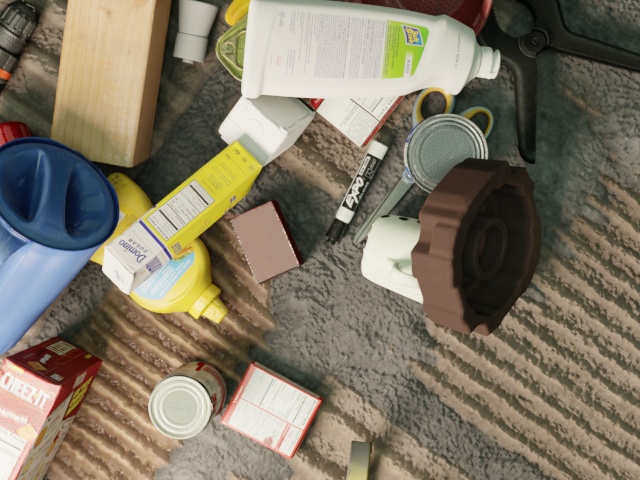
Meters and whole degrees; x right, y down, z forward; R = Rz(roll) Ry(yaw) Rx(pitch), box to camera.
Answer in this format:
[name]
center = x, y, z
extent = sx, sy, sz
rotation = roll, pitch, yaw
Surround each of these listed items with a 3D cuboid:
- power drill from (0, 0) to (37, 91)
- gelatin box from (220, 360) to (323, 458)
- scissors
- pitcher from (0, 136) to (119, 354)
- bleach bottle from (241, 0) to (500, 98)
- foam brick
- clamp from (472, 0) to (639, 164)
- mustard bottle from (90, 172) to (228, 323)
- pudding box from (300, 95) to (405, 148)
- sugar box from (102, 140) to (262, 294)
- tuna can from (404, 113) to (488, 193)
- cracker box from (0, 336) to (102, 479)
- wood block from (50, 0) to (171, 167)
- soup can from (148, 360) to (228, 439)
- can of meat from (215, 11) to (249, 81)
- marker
[power drill]
center = -0.422, -0.221, 1.163
extent = 0.187, 0.057, 0.184
rotation = 36, 94, 3
[gelatin box]
center = -0.052, 0.184, 1.158
extent = 0.089, 0.030, 0.073
rotation = 27, 92, 3
[scissors]
center = 0.092, -0.091, 1.146
extent = 0.202, 0.016, 0.096
rotation = -35, 91, 4
[pitcher]
center = -0.316, 0.023, 1.070
extent = 0.243, 0.148, 0.145
rotation = -46, 54, 40
[bleach bottle]
center = 0.052, -0.180, 1.055
extent = 0.250, 0.068, 0.102
rotation = 5, 98, -7
[foam brick]
center = -0.057, 0.001, 1.142
extent = 0.051, 0.053, 0.078
rotation = -23, 89, 5
[clamp]
center = 0.221, -0.197, 1.123
extent = 0.164, 0.036, 0.210
rotation = -44, 86, 4
[mustard bottle]
center = -0.176, 0.021, 1.149
extent = 0.191, 0.058, 0.096
rotation = 40, 87, 3
[pudding box]
center = 0.030, -0.167, 1.124
extent = 0.113, 0.039, 0.090
rotation = 39, 117, 1
[sugar box]
center = -0.141, -0.022, 1.086
extent = 0.048, 0.093, 0.176
rotation = 45, 70, 2
[tuna can]
center = 0.130, -0.090, 1.118
extent = 0.086, 0.034, 0.086
rotation = 0, 97, -1
[cracker box]
center = -0.322, 0.215, 1.113
extent = 0.072, 0.164, 0.214
rotation = 27, 93, 1
[wood block]
center = -0.216, -0.189, 1.114
extent = 0.090, 0.091, 0.206
rotation = 10, 102, 2
[soup can]
center = -0.139, 0.167, 1.128
extent = 0.068, 0.102, 0.068
rotation = 0, 91, 4
[can of meat]
center = -0.055, -0.209, 1.121
extent = 0.102, 0.084, 0.057
rotation = -41, 89, 4
[marker]
center = 0.037, -0.050, 1.150
extent = 0.020, 0.020, 0.121
rotation = 27, 93, 3
